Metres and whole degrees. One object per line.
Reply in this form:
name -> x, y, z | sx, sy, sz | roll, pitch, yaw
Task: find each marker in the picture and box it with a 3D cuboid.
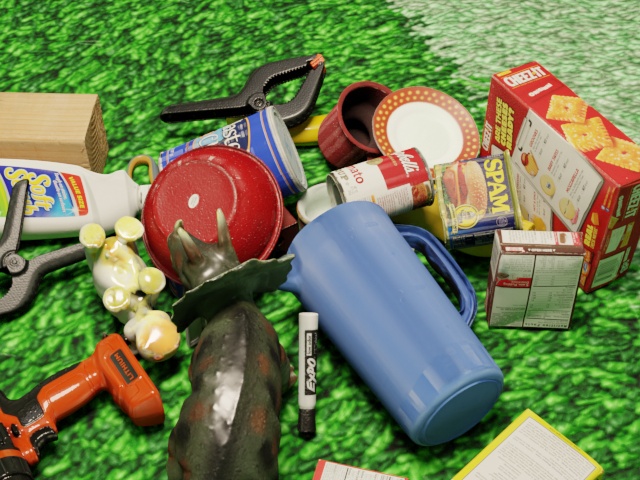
marker -> -0.013, 0.131, 1.043 | 0.020, 0.121, 0.020 | 1, 2, 0

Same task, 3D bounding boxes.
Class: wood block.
wood block -> -0.372, -0.119, 1.295 | 0.206, 0.091, 0.090 | 2, 46, 2

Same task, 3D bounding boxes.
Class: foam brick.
foam brick -> -0.058, 0.001, 1.182 | 0.053, 0.078, 0.051 | -26, 51, -20

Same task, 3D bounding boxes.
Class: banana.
banana -> -0.036, -0.148, 1.354 | 0.198, 0.037, 0.069 | 6, 48, 7

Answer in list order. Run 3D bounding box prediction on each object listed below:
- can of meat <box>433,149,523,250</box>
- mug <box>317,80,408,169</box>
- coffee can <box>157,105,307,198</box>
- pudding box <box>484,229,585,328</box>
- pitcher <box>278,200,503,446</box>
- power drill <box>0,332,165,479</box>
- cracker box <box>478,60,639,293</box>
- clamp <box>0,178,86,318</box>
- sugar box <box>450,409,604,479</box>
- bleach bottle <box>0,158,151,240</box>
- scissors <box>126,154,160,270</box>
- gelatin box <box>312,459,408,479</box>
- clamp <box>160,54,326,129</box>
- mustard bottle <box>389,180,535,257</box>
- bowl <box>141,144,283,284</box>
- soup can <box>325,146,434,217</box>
can of meat -> 0.171, -0.042, 1.158 | 0.084, 0.057, 0.102 | -9, 60, 8
mug -> 0.049, -0.122, 1.287 | 0.093, 0.082, 0.117 | -1, 73, -24
coffee can -> -0.099, -0.079, 1.211 | 0.140, 0.102, 0.103 | -22, 46, 8
pudding box -> 0.222, 0.042, 1.113 | 0.090, 0.113, 0.039 | 1, 43, 1
pitcher -> 0.081, 0.080, 1.074 | 0.149, 0.144, 0.243 | -44, 55, 10
power drill -> -0.248, 0.180, 1.025 | 0.187, 0.057, 0.185 | -25, 50, -21
cracker box -> 0.269, -0.074, 1.189 | 0.072, 0.164, 0.214 | -21, 49, -21
clamp -> -0.321, 0.028, 1.166 | 0.120, 0.039, 0.171 | 28, 75, 4
sugar box -> 0.166, 0.241, 0.968 | 0.176, 0.048, 0.093 | -36, 55, -25
bleach bottle -> -0.316, -0.052, 1.236 | 0.251, 0.068, 0.102 | -3, 70, -2
scissors -> -0.174, -0.040, 1.267 | 0.096, 0.016, 0.202 | -17, 48, -15
gelatin box -> 0.031, 0.246, 0.976 | 0.089, 0.030, 0.073 | 10, 46, 10
clamp -> -0.084, -0.164, 1.318 | 0.165, 0.036, 0.210 | 41, 77, 19
mustard bottle -> 0.169, -0.030, 1.222 | 0.192, 0.058, 0.096 | 25, 46, 24
bowl -> -0.123, -0.033, 1.121 | 0.162, 0.055, 0.162 | -4, 75, 13
soup can -> 0.064, -0.056, 1.164 | 0.102, 0.068, 0.068 | -17, 48, -11
